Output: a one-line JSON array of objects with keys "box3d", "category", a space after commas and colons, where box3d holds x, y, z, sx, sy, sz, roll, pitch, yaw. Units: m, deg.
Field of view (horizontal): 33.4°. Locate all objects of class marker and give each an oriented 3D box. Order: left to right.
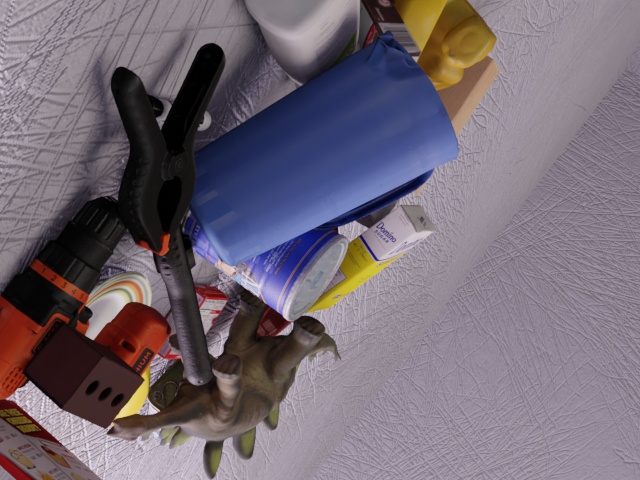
[{"box3d": [-0.123, -0.106, 0.884, 0.020, 0.020, 0.121, -58, 166, 10], "category": "marker"}]

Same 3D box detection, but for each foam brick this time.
[{"box3d": [-0.187, 0.108, 0.847, 0.053, 0.051, 0.078, -53, 154, -7], "category": "foam brick"}]

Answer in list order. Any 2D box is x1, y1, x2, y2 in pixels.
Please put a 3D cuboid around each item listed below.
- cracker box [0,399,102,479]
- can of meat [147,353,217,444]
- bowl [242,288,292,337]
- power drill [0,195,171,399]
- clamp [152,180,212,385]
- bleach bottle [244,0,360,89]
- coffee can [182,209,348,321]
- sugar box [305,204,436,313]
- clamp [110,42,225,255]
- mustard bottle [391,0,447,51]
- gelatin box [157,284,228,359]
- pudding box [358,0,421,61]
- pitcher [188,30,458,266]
[{"box3d": [-0.229, 0.214, 0.862, 0.072, 0.214, 0.164, -52, 165, -5], "category": "cracker box"}, {"box3d": [-0.172, 0.196, 1.334, 0.102, 0.057, 0.084, -46, 165, -34], "category": "can of meat"}, {"box3d": [-0.052, 0.063, 1.398, 0.162, 0.055, 0.162, -44, 165, -15], "category": "bowl"}, {"box3d": [-0.198, 0.065, 0.907, 0.184, 0.057, 0.187, -53, 154, -7], "category": "power drill"}, {"box3d": [-0.130, 0.024, 0.962, 0.036, 0.164, 0.210, -13, 148, -6], "category": "clamp"}, {"box3d": [-0.007, -0.186, 0.998, 0.102, 0.068, 0.251, -49, 168, -9], "category": "bleach bottle"}, {"box3d": [-0.057, 0.001, 1.091, 0.102, 0.140, 0.103, -50, 165, -19], "category": "coffee can"}, {"box3d": [0.053, 0.023, 1.310, 0.176, 0.048, 0.093, -35, 170, 18], "category": "sugar box"}, {"box3d": [-0.118, -0.073, 0.836, 0.120, 0.039, 0.171, -32, 142, -43], "category": "clamp"}, {"box3d": [0.109, -0.275, 1.131, 0.192, 0.058, 0.096, -63, -158, 25], "category": "mustard bottle"}, {"box3d": [-0.150, 0.092, 1.221, 0.089, 0.030, 0.073, -57, 164, 5], "category": "gelatin box"}, {"box3d": [0.054, -0.191, 1.092, 0.039, 0.113, 0.090, -1, 137, -22], "category": "pudding box"}, {"box3d": [-0.003, -0.072, 0.984, 0.243, 0.149, 0.145, -29, -173, -2], "category": "pitcher"}]
